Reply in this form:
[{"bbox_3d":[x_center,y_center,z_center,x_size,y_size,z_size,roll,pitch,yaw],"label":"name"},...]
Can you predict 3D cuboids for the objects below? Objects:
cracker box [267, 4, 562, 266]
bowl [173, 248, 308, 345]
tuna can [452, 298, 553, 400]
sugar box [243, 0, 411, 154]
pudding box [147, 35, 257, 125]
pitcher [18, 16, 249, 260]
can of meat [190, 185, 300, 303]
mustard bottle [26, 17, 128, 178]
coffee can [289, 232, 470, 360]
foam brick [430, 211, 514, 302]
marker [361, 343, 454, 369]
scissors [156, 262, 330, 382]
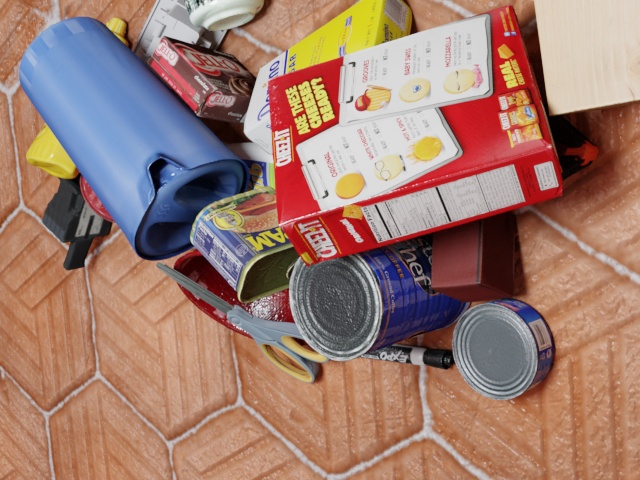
[{"bbox_3d":[0.071,-0.084,0.855,0.214,0.072,0.164,-16,50,13],"label":"cracker box"},{"bbox_3d":[-0.065,0.041,1.080,0.162,0.055,0.162,20,151,11],"label":"bowl"},{"bbox_3d":[0.161,0.094,0.937,0.086,0.033,0.086,9,104,40],"label":"tuna can"},{"bbox_3d":[0.004,-0.156,0.993,0.177,0.048,0.093,-24,41,39],"label":"sugar box"},{"bbox_3d":[-0.105,-0.158,1.070,0.090,0.113,0.039,47,110,25],"label":"pudding box"},{"bbox_3d":[-0.189,-0.103,1.058,0.243,0.144,0.149,49,131,22],"label":"pitcher"},{"bbox_3d":[-0.056,0.001,0.980,0.084,0.101,0.057,44,135,30],"label":"can of meat"},{"bbox_3d":[-0.268,-0.166,1.215,0.096,0.058,0.191,3,67,64],"label":"mustard bottle"},{"bbox_3d":[0.056,0.042,0.948,0.103,0.140,0.103,9,103,40],"label":"coffee can"},{"bbox_3d":[0.132,0.010,0.919,0.051,0.052,0.078,-12,66,41],"label":"foam brick"},{"bbox_3d":[0.076,0.108,1.024,0.121,0.020,0.020,3,100,41],"label":"marker"},{"bbox_3d":[-0.066,0.076,1.062,0.201,0.016,0.096,43,142,-21],"label":"scissors"}]
